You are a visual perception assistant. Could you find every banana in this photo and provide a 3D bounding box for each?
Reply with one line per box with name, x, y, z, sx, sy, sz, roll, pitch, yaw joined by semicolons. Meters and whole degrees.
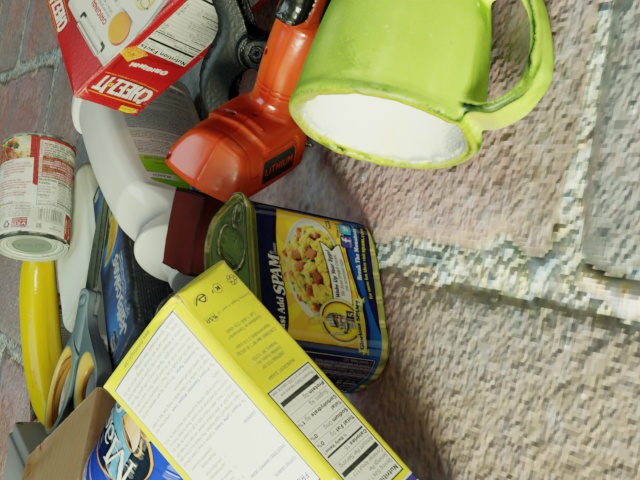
banana;-0.259;0.094;1.012;0.070;0.037;0.198;-31;66;51

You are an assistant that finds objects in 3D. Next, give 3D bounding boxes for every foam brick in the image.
foam brick;-0.054;0.001;0.684;0.053;0.078;0.051;20;97;63

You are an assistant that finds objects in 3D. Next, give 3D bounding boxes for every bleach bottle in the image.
bleach bottle;-0.127;-0.045;0.814;0.251;0.102;0.068;-114;38;-50

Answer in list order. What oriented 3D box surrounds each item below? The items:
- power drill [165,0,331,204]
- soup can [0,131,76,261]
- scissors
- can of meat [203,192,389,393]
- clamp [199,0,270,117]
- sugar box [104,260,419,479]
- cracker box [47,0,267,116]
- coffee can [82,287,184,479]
power drill;-0.020;-0.113;0.583;0.188;0.057;0.184;-61;-12;28
soup can;-0.260;-0.039;0.975;0.069;0.068;0.102;-35;51;54
scissors;-0.173;0.056;0.826;0.096;0.016;0.202;7;81;55
can of meat;-0.014;0.031;0.585;0.058;0.083;0.102;-45;42;49
clamp;-0.045;-0.131;0.690;0.172;0.120;0.039;-70;-12;20
sugar box;-0.019;0.104;0.505;0.176;0.048;0.093;46;134;6
cracker box;-0.107;-0.219;0.779;0.214;0.072;0.164;-36;60;28
coffee can;-0.077;0.112;0.658;0.140;0.102;0.103;-62;32;31
